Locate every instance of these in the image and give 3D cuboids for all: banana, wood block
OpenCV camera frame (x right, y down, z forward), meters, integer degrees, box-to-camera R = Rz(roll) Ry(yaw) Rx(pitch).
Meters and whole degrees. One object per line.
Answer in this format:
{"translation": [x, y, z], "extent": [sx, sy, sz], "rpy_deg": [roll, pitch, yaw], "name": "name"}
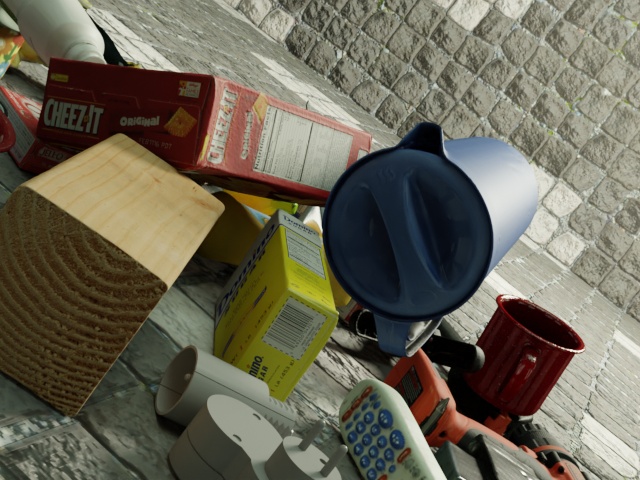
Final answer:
{"translation": [-0.066, -0.035, 1.056], "extent": [0.069, 0.037, 0.198], "rpy_deg": [20, 2, -7], "name": "banana"}
{"translation": [-0.130, 0.008, 0.626], "extent": [0.090, 0.091, 0.206], "rpy_deg": [35, 12, -5], "name": "wood block"}

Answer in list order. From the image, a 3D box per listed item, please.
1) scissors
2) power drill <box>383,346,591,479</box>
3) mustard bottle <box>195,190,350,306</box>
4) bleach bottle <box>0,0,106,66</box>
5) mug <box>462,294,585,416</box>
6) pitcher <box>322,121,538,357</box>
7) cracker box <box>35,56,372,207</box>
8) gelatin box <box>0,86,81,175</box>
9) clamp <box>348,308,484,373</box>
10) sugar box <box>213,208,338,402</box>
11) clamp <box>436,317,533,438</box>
{"translation": [-0.012, -0.049, 1.105], "extent": [0.096, 0.016, 0.202], "rpy_deg": [-11, 82, -52], "name": "scissors"}
{"translation": [0.139, 0.164, 0.875], "extent": [0.187, 0.057, 0.184], "rpy_deg": [33, 9, -11], "name": "power drill"}
{"translation": [-0.056, 0.002, 0.928], "extent": [0.191, 0.058, 0.096], "rpy_deg": [25, 6, -43], "name": "mustard bottle"}
{"translation": [-0.249, -0.211, 0.921], "extent": [0.251, 0.068, 0.102], "rpy_deg": [50, -3, 32], "name": "bleach bottle"}
{"translation": [0.183, 0.112, 0.982], "extent": [0.093, 0.081, 0.117], "rpy_deg": [28, 18, 2], "name": "mug"}
{"translation": [0.104, -0.013, 0.893], "extent": [0.145, 0.149, 0.242], "rpy_deg": [56, 25, 5], "name": "pitcher"}
{"translation": [-0.085, -0.080, 0.835], "extent": [0.164, 0.072, 0.213], "rpy_deg": [12, 1, 34], "name": "cracker box"}
{"translation": [-0.219, -0.081, 0.853], "extent": [0.073, 0.030, 0.089], "rpy_deg": [22, 18, -49], "name": "gelatin box"}
{"translation": [0.084, 0.092, 0.985], "extent": [0.120, 0.039, 0.171], "rpy_deg": [24, -6, 3], "name": "clamp"}
{"translation": [-0.035, 0.047, 0.740], "extent": [0.048, 0.093, 0.176], "rpy_deg": [31, 12, -16], "name": "sugar box"}
{"translation": [0.176, 0.149, 1.075], "extent": [0.164, 0.036, 0.210], "rpy_deg": [32, 15, -12], "name": "clamp"}
